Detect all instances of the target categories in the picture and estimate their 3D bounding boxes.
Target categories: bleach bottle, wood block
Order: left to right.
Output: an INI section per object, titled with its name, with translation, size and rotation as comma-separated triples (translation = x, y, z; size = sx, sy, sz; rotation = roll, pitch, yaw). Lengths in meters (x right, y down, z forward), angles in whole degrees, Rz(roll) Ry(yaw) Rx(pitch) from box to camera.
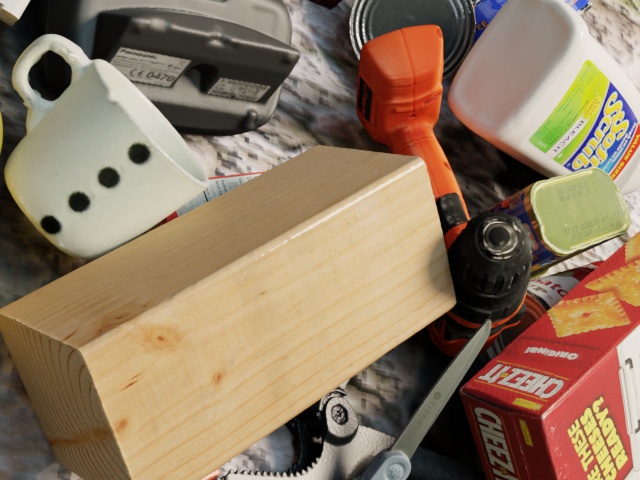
[wood block]
translation = -0.039, 0.034, 0.536
size = 0.205, 0.091, 0.090
rotation = -31, 117, -32
[bleach bottle]
translation = 0.194, -0.089, 0.774
size = 0.250, 0.103, 0.068
rotation = 17, 24, -51

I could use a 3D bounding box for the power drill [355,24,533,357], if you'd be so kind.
[power drill]
translation = 0.073, -0.032, 0.644
size = 0.057, 0.184, 0.188
rotation = -13, 70, -6

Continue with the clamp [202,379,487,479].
[clamp]
translation = 0.009, 0.109, 0.609
size = 0.209, 0.036, 0.164
rotation = -26, 86, -41

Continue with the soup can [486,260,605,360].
[soup can]
translation = 0.167, 0.055, 0.730
size = 0.102, 0.069, 0.068
rotation = -12, 77, -39

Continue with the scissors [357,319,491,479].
[scissors]
translation = 0.042, 0.142, 0.577
size = 0.201, 0.016, 0.096
rotation = -40, 113, -13

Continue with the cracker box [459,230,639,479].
[cracker box]
translation = 0.194, 0.105, 0.668
size = 0.213, 0.072, 0.164
rotation = -34, 117, -30

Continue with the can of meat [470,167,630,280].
[can of meat]
translation = 0.150, -0.007, 0.735
size = 0.101, 0.084, 0.057
rotation = -16, 80, -40

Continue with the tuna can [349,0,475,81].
[tuna can]
translation = 0.062, -0.147, 0.737
size = 0.086, 0.086, 0.033
rotation = 52, 6, -5
